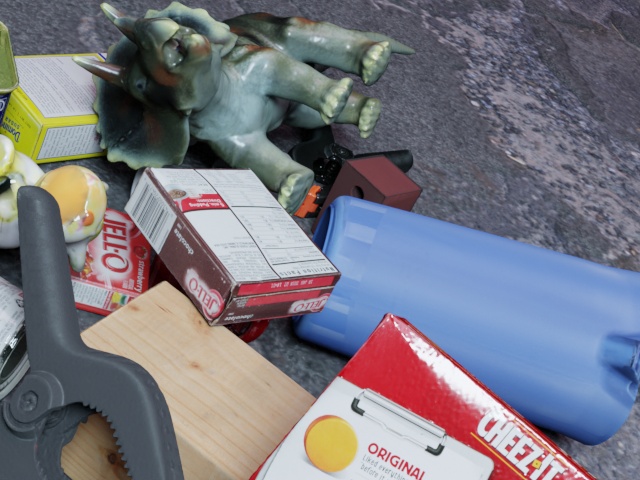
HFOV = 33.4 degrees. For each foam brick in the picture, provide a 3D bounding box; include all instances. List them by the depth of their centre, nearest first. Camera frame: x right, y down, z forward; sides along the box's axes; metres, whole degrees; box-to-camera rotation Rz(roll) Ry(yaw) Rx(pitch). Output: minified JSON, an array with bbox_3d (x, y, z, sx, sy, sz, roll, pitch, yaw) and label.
[{"bbox_3d":[0.038,-0.025,0.892,0.051,0.078,0.053,-14,49,-46],"label":"foam brick"}]

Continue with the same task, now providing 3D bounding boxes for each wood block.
[{"bbox_3d":[-0.049,0.129,0.598,0.206,0.091,0.090,37,33,13],"label":"wood block"}]

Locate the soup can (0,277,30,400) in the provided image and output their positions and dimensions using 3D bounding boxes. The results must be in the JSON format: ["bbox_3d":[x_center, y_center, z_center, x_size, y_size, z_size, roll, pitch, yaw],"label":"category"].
[{"bbox_3d":[-0.215,0.041,0.619,0.102,0.069,0.068,30,32,2],"label":"soup can"}]

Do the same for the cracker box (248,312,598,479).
[{"bbox_3d":[0.028,0.165,0.482,0.164,0.214,0.072,40,2,9],"label":"cracker box"}]

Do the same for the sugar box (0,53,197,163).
[{"bbox_3d":[-0.185,-0.112,0.878,0.175,0.048,0.093,-10,49,-49],"label":"sugar box"}]

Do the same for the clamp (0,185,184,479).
[{"bbox_3d":[-0.134,0.074,0.533,0.210,0.164,0.036,29,-8,27],"label":"clamp"}]

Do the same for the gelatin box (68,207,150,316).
[{"bbox_3d":[-0.156,0.010,0.740,0.073,0.030,0.089,17,34,-17],"label":"gelatin box"}]

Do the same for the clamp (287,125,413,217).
[{"bbox_3d":[0.023,-0.066,0.975,0.120,0.039,0.171,22,39,-1],"label":"clamp"}]

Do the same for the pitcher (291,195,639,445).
[{"bbox_3d":[0.106,0.054,0.786,0.242,0.149,0.145,18,41,-7],"label":"pitcher"}]

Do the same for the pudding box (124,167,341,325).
[{"bbox_3d":[-0.054,0.001,0.663,0.089,0.039,0.114,-2,43,-45],"label":"pudding box"}]
